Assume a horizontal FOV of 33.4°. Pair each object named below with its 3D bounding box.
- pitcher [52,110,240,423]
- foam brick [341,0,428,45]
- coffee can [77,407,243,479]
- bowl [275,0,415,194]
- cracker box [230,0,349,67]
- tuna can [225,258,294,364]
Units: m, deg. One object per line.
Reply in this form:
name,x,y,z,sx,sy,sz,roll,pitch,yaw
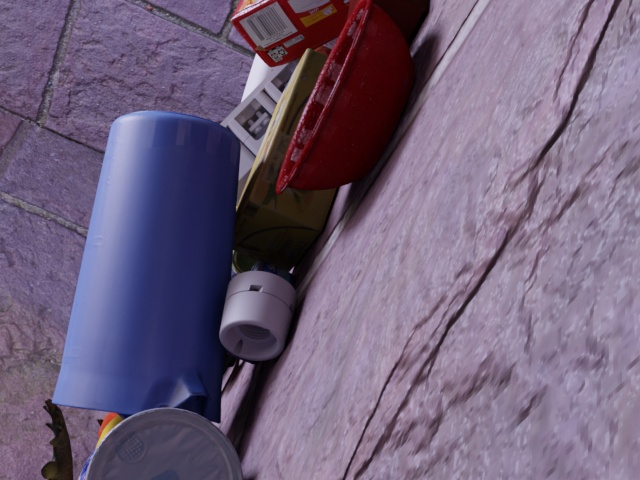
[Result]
pitcher,-0.139,0.025,0.868,0.145,0.149,0.243,67,-150,-79
foam brick,0.054,-0.188,0.857,0.078,0.053,0.051,-81,16,-56
coffee can,-0.117,0.176,0.750,0.140,0.102,0.102,135,157,-69
bowl,0.024,-0.097,0.777,0.162,0.055,0.162,-157,91,-82
cracker box,0.020,-0.274,1.024,0.164,0.072,0.213,-21,34,31
tuna can,-0.054,0.061,0.904,0.086,0.033,0.086,-157,91,-82
